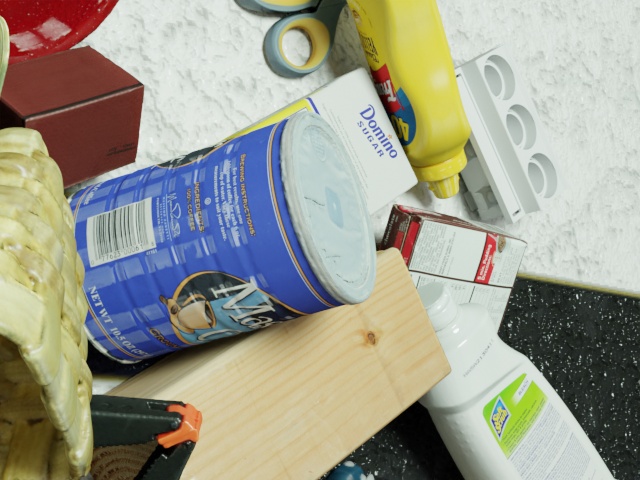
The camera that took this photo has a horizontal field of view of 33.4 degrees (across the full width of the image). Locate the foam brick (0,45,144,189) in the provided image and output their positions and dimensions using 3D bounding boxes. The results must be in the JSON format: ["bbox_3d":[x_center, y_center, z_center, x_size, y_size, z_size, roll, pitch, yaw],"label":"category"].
[{"bbox_3d":[-0.142,-0.065,0.578,0.078,0.051,0.053,-26,141,-42],"label":"foam brick"}]

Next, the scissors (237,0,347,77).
[{"bbox_3d":[0.020,-0.165,0.779,0.201,0.016,0.096,-6,85,-41],"label":"scissors"}]

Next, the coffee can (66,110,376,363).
[{"bbox_3d":[-0.054,0.001,0.570,0.102,0.140,0.103,51,30,-46],"label":"coffee can"}]

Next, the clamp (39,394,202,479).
[{"bbox_3d":[-0.139,0.118,0.506,0.171,0.039,0.120,-38,108,2],"label":"clamp"}]

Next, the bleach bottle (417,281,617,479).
[{"bbox_3d":[0.132,0.127,0.746,0.102,0.068,0.250,-50,120,-33],"label":"bleach bottle"}]

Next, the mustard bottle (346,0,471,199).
[{"bbox_3d":[0.065,-0.116,0.750,0.058,0.096,0.191,-24,115,-8],"label":"mustard bottle"}]

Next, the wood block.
[{"bbox_3d":[-0.029,0.090,0.625,0.205,0.090,0.091,-29,98,-41],"label":"wood block"}]

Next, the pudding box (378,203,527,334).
[{"bbox_3d":[0.087,0.029,0.753,0.113,0.039,0.090,11,101,-37],"label":"pudding box"}]

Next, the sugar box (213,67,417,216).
[{"bbox_3d":[-0.016,-0.040,0.698,0.175,0.048,0.093,-34,103,-44],"label":"sugar box"}]
